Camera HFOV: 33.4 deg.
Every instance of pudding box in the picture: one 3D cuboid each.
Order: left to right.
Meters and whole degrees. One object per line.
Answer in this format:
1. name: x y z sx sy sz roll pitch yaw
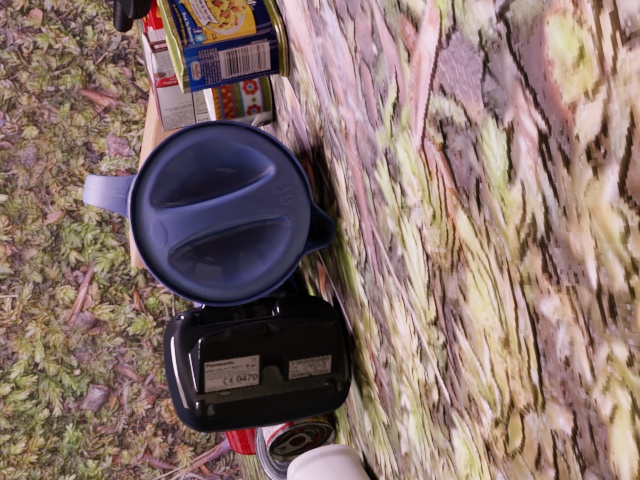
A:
1. pudding box: -0.135 -0.175 1.136 0.113 0.090 0.039 88 164 -48

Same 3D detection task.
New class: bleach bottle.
1. bleach bottle: 0.039 0.243 0.795 0.251 0.068 0.102 -147 44 -73

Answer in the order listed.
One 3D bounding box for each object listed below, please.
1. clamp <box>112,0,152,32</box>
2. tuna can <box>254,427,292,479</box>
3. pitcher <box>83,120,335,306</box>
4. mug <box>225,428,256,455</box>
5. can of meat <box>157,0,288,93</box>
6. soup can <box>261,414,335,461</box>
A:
1. clamp: -0.237 -0.325 1.266 0.210 0.036 0.164 -147 41 -66
2. tuna can: -0.033 0.221 1.144 0.086 0.033 0.086 11 105 50
3. pitcher: -0.087 -0.025 0.873 0.149 0.145 0.243 54 178 -3
4. mug: -0.095 0.242 1.513 0.117 0.093 0.081 -59 -40 -57
5. can of meat: -0.079 -0.167 0.838 0.057 0.084 0.102 89 164 -53
6. soup can: -0.032 0.158 1.059 0.068 0.068 0.102 88 165 -50
